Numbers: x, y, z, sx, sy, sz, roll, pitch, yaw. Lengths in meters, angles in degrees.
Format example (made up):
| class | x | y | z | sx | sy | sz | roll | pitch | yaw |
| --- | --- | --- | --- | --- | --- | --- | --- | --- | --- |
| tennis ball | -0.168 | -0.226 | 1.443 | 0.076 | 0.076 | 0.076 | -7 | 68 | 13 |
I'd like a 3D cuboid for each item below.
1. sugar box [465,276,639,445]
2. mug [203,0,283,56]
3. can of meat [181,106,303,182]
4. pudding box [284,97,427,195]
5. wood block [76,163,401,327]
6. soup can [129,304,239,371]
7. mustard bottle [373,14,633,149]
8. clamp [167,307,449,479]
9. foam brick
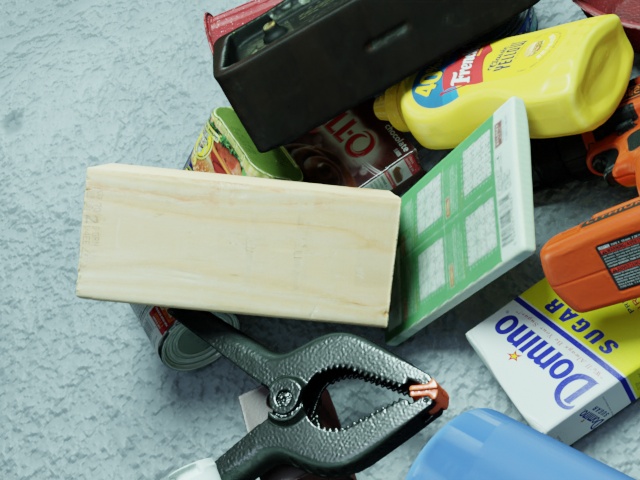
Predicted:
| class | x | y | z | sx | sy | sz | roll | pitch | yaw |
| --- | --- | --- | --- | --- | --- | --- | --- | --- | --- |
| sugar box | 0.191 | 0.049 | 0.686 | 0.176 | 0.048 | 0.093 | -35 | 50 | 2 |
| mug | -0.042 | -0.167 | 0.908 | 0.081 | 0.093 | 0.117 | -20 | 19 | 9 |
| can of meat | -0.066 | -0.044 | 0.837 | 0.084 | 0.057 | 0.102 | -59 | 47 | 27 |
| pudding box | 0.018 | -0.071 | 0.844 | 0.090 | 0.039 | 0.114 | -35 | 54 | 2 |
| wood block | -0.055 | 0.002 | 0.740 | 0.206 | 0.091 | 0.090 | 6 | 95 | -2 |
| soup can | -0.114 | 0.043 | 0.826 | 0.068 | 0.068 | 0.102 | -38 | 53 | 2 |
| mustard bottle | 0.114 | -0.105 | 0.749 | 0.192 | 0.058 | 0.096 | -4 | 41 | 44 |
| clamp | -0.022 | 0.100 | 0.701 | 0.210 | 0.036 | 0.164 | -15 | 62 | 18 |
| foam brick | -0.016 | 0.136 | 0.735 | 0.053 | 0.051 | 0.078 | -27 | 54 | 10 |
